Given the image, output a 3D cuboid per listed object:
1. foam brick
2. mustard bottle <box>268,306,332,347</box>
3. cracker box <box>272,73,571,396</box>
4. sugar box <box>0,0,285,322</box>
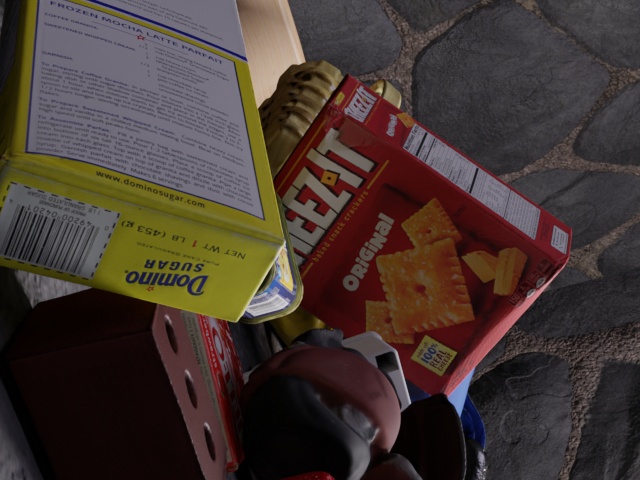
[{"bbox_3d":[-0.069,0.058,0.373,0.053,0.051,0.078,-94,169,-70],"label":"foam brick"},{"bbox_3d":[-0.012,0.078,1.044,0.191,0.058,0.096,66,7,-66],"label":"mustard bottle"},{"bbox_3d":[0.058,0.003,0.826,0.213,0.164,0.072,34,31,-4],"label":"cracker box"},{"bbox_3d":[-0.073,-0.053,0.396,0.048,0.093,0.176,-59,-153,30],"label":"sugar box"}]
